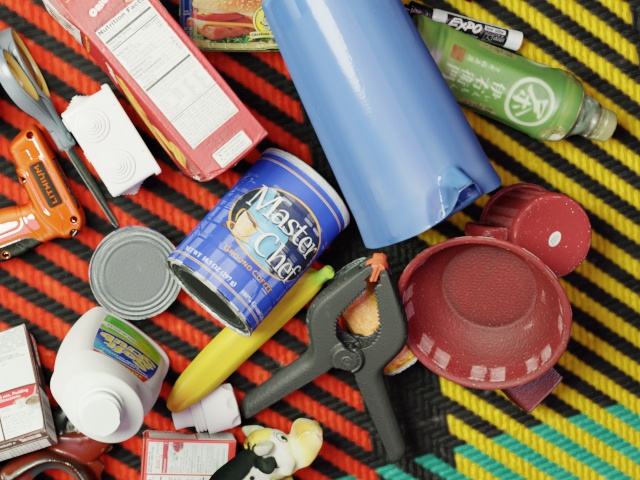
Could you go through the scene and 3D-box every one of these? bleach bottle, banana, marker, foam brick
[{"bbox_3d":[-0.174,0.120,0.892,0.102,0.251,0.068,40,88,-11],"label":"bleach bottle"},{"bbox_3d":[-0.068,0.085,1.001,0.198,0.069,0.037,-43,86,0],"label":"banana"},{"bbox_3d":[0.136,-0.208,1.030,0.121,0.020,0.020,13,93,-11],"label":"marker"},{"bbox_3d":[0.191,0.123,1.056,0.051,0.053,0.078,-45,102,-3],"label":"foam brick"}]

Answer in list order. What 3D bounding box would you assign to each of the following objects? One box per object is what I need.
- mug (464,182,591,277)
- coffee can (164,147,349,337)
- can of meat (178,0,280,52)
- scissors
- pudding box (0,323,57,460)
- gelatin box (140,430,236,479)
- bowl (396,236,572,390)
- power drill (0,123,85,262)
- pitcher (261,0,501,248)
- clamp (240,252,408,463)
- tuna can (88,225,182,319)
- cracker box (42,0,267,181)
[{"bbox_3d":[0.198,-0.008,1.029,0.117,0.081,0.093,5,95,-10],"label":"mug"},{"bbox_3d":[-0.056,0.001,0.961,0.102,0.103,0.140,44,74,-11],"label":"coffee can"},{"bbox_3d":[-0.080,-0.215,0.973,0.102,0.057,0.084,-1,98,-10],"label":"can of meat"},{"bbox_3d":[-0.237,-0.095,0.944,0.016,0.096,0.202,-26,97,7],"label":"scissors"},{"bbox_3d":[-0.293,0.140,0.955,0.090,0.039,0.113,-17,59,-7],"label":"pudding box"},{"bbox_3d":[-0.128,0.222,1.023,0.089,0.030,0.073,3,96,-11],"label":"gelatin box"},{"bbox_3d":[0.152,0.057,0.986,0.162,0.055,0.162,8,119,14],"label":"bowl"},{"bbox_3d":[-0.320,-0.030,0.952,0.187,0.057,0.184,-28,103,-3],"label":"power drill"},{"bbox_3d":[0.044,-0.124,0.938,0.149,0.144,0.243,-23,98,28],"label":"pitcher"},{"bbox_3d":[0.034,0.111,0.995,0.164,0.036,0.210,23,115,-4],"label":"clamp"},{"bbox_3d":[-0.172,0.029,0.994,0.086,0.034,0.086,-1,96,-10],"label":"tuna can"},{"bbox_3d":[-0.148,-0.149,0.914,0.072,0.164,0.213,-41,101,-6],"label":"cracker box"}]
